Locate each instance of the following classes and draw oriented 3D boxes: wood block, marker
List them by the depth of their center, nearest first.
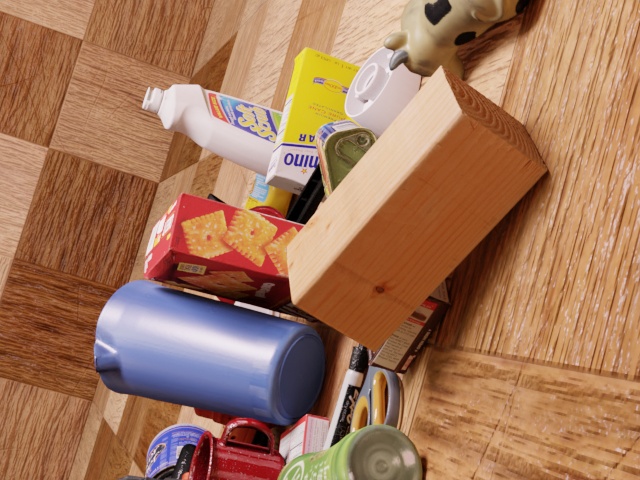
[{"bbox_3d":[0.070,-0.023,0.855,0.206,0.090,0.090,-49,23,22],"label":"wood block"},{"bbox_3d":[0.025,0.158,1.034,0.020,0.020,0.121,-176,103,-74],"label":"marker"}]

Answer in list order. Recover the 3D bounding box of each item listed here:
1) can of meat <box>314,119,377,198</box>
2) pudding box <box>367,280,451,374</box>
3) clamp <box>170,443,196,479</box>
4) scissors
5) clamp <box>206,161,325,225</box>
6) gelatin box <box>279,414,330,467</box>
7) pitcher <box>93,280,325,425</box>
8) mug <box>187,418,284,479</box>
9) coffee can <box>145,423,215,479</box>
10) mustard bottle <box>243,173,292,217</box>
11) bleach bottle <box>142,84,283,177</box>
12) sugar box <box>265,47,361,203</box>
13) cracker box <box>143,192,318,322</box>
[{"bbox_3d":[0.031,-0.077,1.151,0.084,0.057,0.102,-121,20,-73],"label":"can of meat"},{"bbox_3d":[0.074,0.050,0.948,0.113,0.039,0.090,-97,30,-55],"label":"pudding box"},{"bbox_3d":[-0.184,0.323,1.210,0.120,0.039,0.171,-46,24,31],"label":"clamp"},{"bbox_3d":[0.048,0.119,1.005,0.201,0.016,0.096,-94,26,-54],"label":"scissors"},{"bbox_3d":[-0.058,0.002,1.273,0.036,0.164,0.210,51,147,45],"label":"clamp"},{"bbox_3d":[-0.019,0.231,1.085,0.073,0.030,0.089,131,150,-54],"label":"gelatin box"},{"bbox_3d":[-0.114,0.123,1.180,0.243,0.145,0.149,9,63,32],"label":"pitcher"},{"bbox_3d":[-0.083,0.236,1.087,0.093,0.081,0.117,-135,60,-72],"label":"mug"},{"bbox_3d":[-0.176,0.309,1.379,0.140,0.102,0.103,-120,49,-78],"label":"coffee can"},{"bbox_3d":[-0.075,-0.056,1.541,0.191,0.058,0.096,-71,20,4],"label":"mustard bottle"},{"bbox_3d":[-0.107,-0.139,1.383,0.102,0.250,0.068,-88,21,-44],"label":"bleach bottle"},{"bbox_3d":[-0.002,-0.141,1.320,0.048,0.093,0.176,143,141,-65],"label":"sugar box"},{"bbox_3d":[-0.072,0.025,1.152,0.164,0.213,0.072,147,136,-67],"label":"cracker box"}]
